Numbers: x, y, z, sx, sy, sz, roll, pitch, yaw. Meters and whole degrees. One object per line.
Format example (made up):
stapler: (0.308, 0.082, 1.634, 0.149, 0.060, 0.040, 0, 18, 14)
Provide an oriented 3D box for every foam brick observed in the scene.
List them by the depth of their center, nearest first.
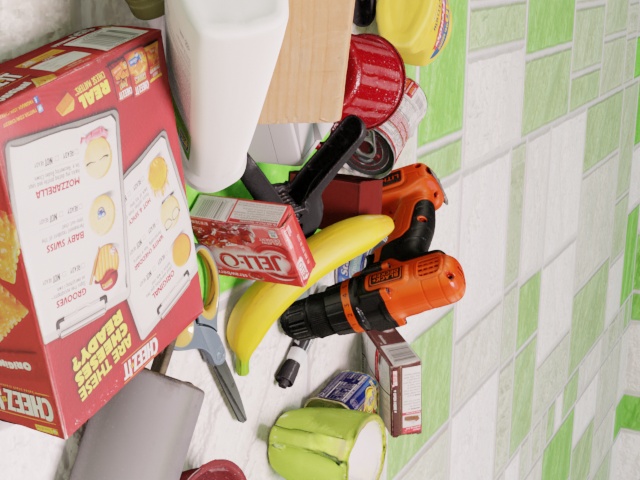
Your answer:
foam brick: (0.013, -0.037, 1.010, 0.052, 0.078, 0.051, -9, 107, -63)

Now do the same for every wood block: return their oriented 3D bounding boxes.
wood block: (-0.024, -0.184, 0.773, 0.206, 0.090, 0.090, 97, -10, -56)

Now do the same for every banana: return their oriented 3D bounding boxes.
banana: (-0.018, 0.034, 0.944, 0.198, 0.037, 0.069, -43, 152, -4)

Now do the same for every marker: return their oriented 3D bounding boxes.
marker: (-0.015, 0.096, 1.059, 0.121, 0.020, 0.020, -63, 148, -34)

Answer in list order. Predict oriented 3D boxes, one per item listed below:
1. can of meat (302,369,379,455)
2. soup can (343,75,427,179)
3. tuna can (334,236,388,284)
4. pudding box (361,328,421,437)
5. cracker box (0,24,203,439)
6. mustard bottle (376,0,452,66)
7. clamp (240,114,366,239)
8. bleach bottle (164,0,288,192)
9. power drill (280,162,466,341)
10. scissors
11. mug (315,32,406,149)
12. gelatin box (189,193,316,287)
can of meat: (0.024, 0.197, 1.126, 0.083, 0.058, 0.102, -35, 129, -60)
soup can: (0.063, -0.119, 1.099, 0.102, 0.069, 0.068, -57, 145, -42)
tuna can: (0.049, 0.028, 1.152, 0.086, 0.034, 0.086, -29, 123, -59)
pudding box: (0.077, 0.150, 1.173, 0.113, 0.039, 0.090, -124, -151, -66)
cracker box: (-0.157, -0.011, 0.677, 0.164, 0.072, 0.214, -44, 136, -51)
mustard bottle: (0.105, -0.237, 1.140, 0.191, 0.058, 0.096, -1, 100, -76)
clamp: (-0.036, -0.033, 0.898, 0.120, 0.039, 0.172, -7, 139, -30)
bleach bottle: (-0.076, -0.110, 0.733, 0.251, 0.068, 0.102, 113, -37, -64)
power drill: (0.053, 0.014, 1.047, 0.187, 0.185, 0.057, -82, 149, -47)
scissors: (-0.100, 0.098, 0.889, 0.096, 0.016, 0.202, -45, 136, -49)
mug: (0.016, -0.138, 0.983, 0.081, 0.093, 0.117, -3, 118, -59)
gelatin box: (-0.056, 0.001, 0.866, 0.030, 0.089, 0.073, -63, 148, -34)
